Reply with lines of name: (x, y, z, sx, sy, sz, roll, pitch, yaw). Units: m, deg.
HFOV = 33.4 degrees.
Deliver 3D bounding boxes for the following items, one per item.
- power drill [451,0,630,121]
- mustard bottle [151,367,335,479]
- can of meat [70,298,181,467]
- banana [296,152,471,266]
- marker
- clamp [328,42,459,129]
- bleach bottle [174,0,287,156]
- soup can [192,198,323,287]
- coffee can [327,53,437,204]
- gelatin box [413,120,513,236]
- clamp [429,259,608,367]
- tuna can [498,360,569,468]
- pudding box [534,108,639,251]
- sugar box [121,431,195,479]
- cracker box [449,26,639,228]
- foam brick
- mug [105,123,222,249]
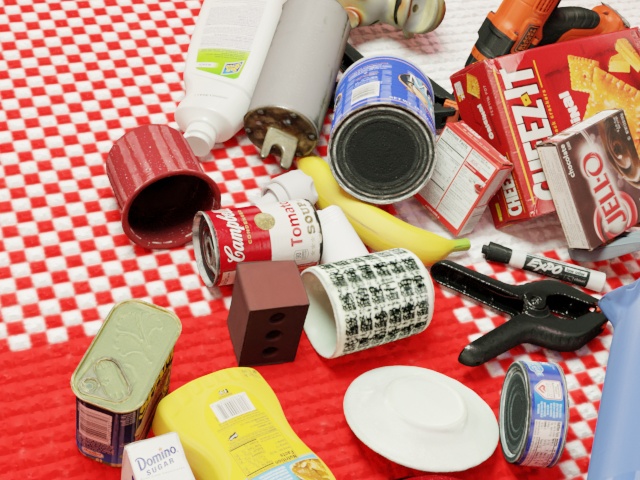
power drill: (0.243, -0.204, 1.176, 0.187, 0.185, 0.057, -1, 44, -42)
mustard bottle: (-0.040, 0.184, 0.795, 0.096, 0.058, 0.192, -15, 52, -38)
can of meat: (-0.150, 0.111, 0.821, 0.057, 0.084, 0.102, 19, 46, 4)
banana: (0.046, -0.025, 1.032, 0.198, 0.037, 0.069, 32, 28, 14)
marker: (0.215, 0.025, 1.033, 0.121, 0.020, 0.020, 16, 46, 2)
clamp: (0.053, -0.175, 1.169, 0.210, 0.036, 0.164, 14, 46, 5)
bleach bottle: (-0.103, -0.186, 1.124, 0.103, 0.068, 0.250, 3, 49, 16)
soup can: (-0.056, 0.001, 0.958, 0.102, 0.069, 0.068, -9, 50, -21)
coffee can: (0.061, -0.112, 1.041, 0.103, 0.103, 0.140, 12, 28, -2)
gelatin box: (0.137, -0.061, 1.045, 0.030, 0.089, 0.073, -11, 49, -48)
clamp: (0.186, 0.074, 0.966, 0.171, 0.039, 0.120, 7, 48, -7)
tuna can: (0.172, 0.141, 0.868, 0.033, 0.086, 0.086, 6, 47, -6)
pudding box: (0.264, -0.058, 1.023, 0.089, 0.039, 0.113, -28, 101, -24)
sugar box: (-0.091, 0.229, 0.719, 0.048, 0.093, 0.176, -14, 51, -25)
cracker box: (0.256, -0.119, 1.091, 0.213, 0.072, 0.164, -16, 88, -27)
foam brick: (-0.045, 0.061, 0.897, 0.053, 0.078, 0.051, -4, 47, -17)
mug: (-0.139, -0.050, 0.981, 0.117, 0.093, 0.081, 18, 31, -42)
